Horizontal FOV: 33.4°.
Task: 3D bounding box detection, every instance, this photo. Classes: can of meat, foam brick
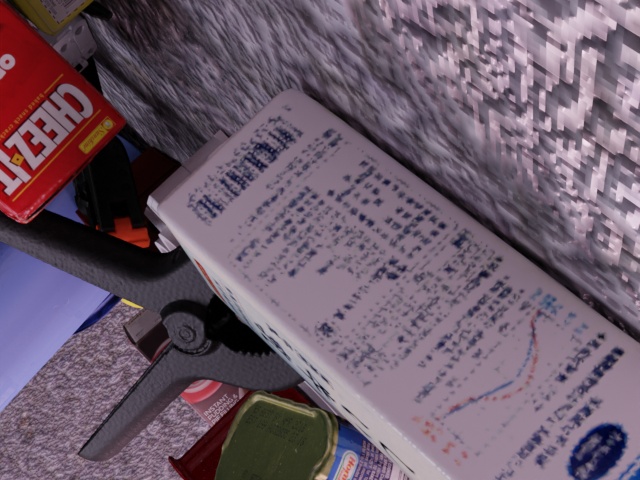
[{"bbox_3d":[0.011,0.105,0.448,0.083,0.057,0.102,28,167,-21],"label":"can of meat"},{"bbox_3d":[-0.129,-0.021,0.782,0.051,0.078,0.053,34,164,52],"label":"foam brick"}]

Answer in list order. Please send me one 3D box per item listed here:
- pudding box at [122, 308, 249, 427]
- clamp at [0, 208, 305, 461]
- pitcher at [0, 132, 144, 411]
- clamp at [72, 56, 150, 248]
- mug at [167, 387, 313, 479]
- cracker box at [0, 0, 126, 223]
[{"bbox_3d":[-0.061,0.056,0.714,0.090,0.113,0.039,53,171,-32],"label":"pudding box"},{"bbox_3d":[-0.065,0.048,0.551,0.210,0.036,0.164,-2,118,16],"label":"clamp"},{"bbox_3d":[-0.222,0.023,0.855,0.149,0.242,0.145,41,171,-14],"label":"pitcher"},{"bbox_3d":[-0.138,-0.049,0.667,0.172,0.039,0.120,-138,34,-60],"label":"clamp"},{"bbox_3d":[-0.028,0.133,0.625,0.093,0.081,0.117,46,169,0],"label":"mug"},{"bbox_3d":[-0.197,-0.110,0.483,0.213,0.072,0.164,45,175,-19],"label":"cracker box"}]
